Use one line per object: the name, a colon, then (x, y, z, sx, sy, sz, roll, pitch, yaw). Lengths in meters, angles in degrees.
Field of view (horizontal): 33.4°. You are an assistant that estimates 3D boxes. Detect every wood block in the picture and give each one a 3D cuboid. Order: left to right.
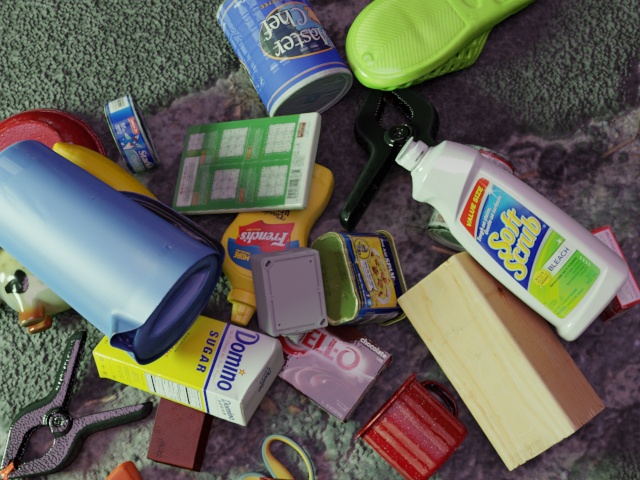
wood block: (0.185, 0.116, 1.094, 0.090, 0.090, 0.206, -41, 74, 32)

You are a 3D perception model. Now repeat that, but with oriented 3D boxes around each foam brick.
foam brick: (-0.146, 0.199, 1.123, 0.053, 0.051, 0.078, 12, 76, 6)

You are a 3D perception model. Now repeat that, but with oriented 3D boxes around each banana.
banana: (-0.210, -0.040, 1.175, 0.037, 0.069, 0.198, -42, 90, 22)

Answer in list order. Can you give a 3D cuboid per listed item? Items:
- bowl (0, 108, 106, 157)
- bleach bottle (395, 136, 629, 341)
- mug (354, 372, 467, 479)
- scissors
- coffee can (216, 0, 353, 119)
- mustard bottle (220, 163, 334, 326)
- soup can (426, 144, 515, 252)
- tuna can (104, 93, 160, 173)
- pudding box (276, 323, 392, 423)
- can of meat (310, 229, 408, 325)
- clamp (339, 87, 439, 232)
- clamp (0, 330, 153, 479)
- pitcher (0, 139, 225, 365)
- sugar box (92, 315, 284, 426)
bowl: (-0.324, -0.082, 1.201, 0.162, 0.055, 0.162, 0, 75, 2)
bleach bottle: (0.179, -0.012, 1.065, 0.251, 0.068, 0.103, 36, 108, -4)
mug: (0.102, 0.191, 1.104, 0.081, 0.093, 0.117, 43, 44, 7)
scissors: (-0.014, 0.298, 1.110, 0.096, 0.016, 0.202, -31, 77, -4)
coffee can: (-0.040, -0.215, 1.198, 0.102, 0.103, 0.140, -27, 76, -5)
mustard bottle: (-0.058, 0.001, 1.167, 0.096, 0.058, 0.191, 17, 77, 8)
soup can: (0.164, -0.044, 1.165, 0.068, 0.068, 0.102, 21, 78, 7)
tuna can: (-0.210, -0.118, 1.189, 0.033, 0.086, 0.086, -22, 76, -2)
pudding box: (0.006, 0.128, 1.141, 0.113, 0.039, 0.090, 35, 80, 11)
can of meat: (0.041, 0.040, 1.131, 0.058, 0.083, 0.102, -27, 71, 40)
clamp: (0.079, -0.099, 1.158, 0.164, 0.036, 0.210, -17, 51, -2)
clamp: (-0.278, 0.182, 1.139, 0.171, 0.039, 0.120, -35, 73, -8)
pitcher: (-0.222, 0.000, 1.072, 0.243, 0.149, 0.145, 35, 86, 13)
sugar box: (-0.136, 0.122, 1.107, 0.176, 0.048, 0.093, 13, 45, 21)
